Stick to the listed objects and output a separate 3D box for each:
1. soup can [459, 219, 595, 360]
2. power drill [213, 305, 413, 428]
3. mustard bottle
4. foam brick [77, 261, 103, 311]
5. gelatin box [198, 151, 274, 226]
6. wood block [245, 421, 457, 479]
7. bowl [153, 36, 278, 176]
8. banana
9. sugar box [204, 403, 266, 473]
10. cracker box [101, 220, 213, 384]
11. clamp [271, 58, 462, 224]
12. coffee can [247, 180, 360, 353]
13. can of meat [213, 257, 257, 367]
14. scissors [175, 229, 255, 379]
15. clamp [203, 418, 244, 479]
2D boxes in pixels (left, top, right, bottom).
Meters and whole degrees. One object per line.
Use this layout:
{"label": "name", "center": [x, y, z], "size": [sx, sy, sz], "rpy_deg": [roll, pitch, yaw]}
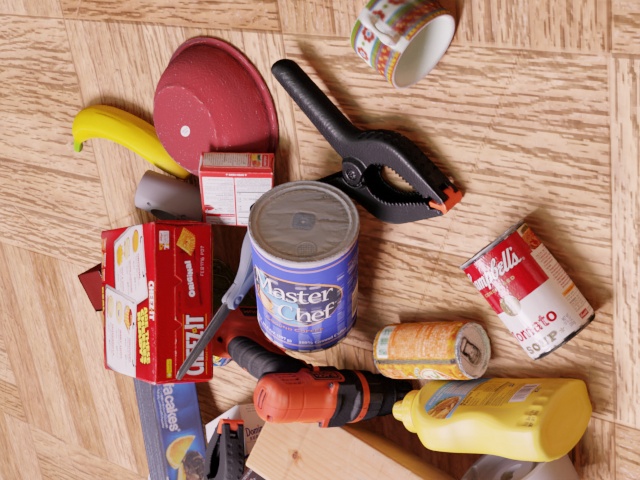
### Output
{"label": "soup can", "center": [0.176, 0.042, 0.906], "size": [0.102, 0.068, 0.069], "rpy_deg": [53, 138, 4]}
{"label": "power drill", "center": [-0.019, 0.127, 1.093], "size": [0.188, 0.184, 0.057], "rpy_deg": [30, 109, 50]}
{"label": "mustard bottle", "center": [0.144, 0.160, 0.982], "size": [0.192, 0.096, 0.058], "rpy_deg": [-5, 110, 44]}
{"label": "foam brick", "center": [-0.242, 0.045, 1.290], "size": [0.051, 0.078, 0.053], "rpy_deg": [-13, 106, 46]}
{"label": "gelatin box", "center": [-0.083, -0.051, 1.080], "size": [0.073, 0.030, 0.089], "rpy_deg": [2, 143, -1]}
{"label": "wood block", "center": [0.038, 0.238, 1.067], "size": [0.206, 0.090, 0.091], "rpy_deg": [26, 91, 37]}
{"label": "bowl", "center": [-0.121, -0.123, 1.096], "size": [0.162, 0.055, 0.162], "rpy_deg": [23, 128, 33]}
{"label": "banana", "center": [-0.223, -0.118, 1.211], "size": [0.198, 0.037, 0.069], "rpy_deg": [18, 146, 38]}
{"label": "sugar box", "center": [-0.085, 0.289, 1.258], "size": [0.094, 0.048, 0.176], "rpy_deg": [-38, 56, 48]}
{"label": "cracker box", "center": [-0.180, 0.066, 1.159], "size": [0.214, 0.072, 0.164], "rpy_deg": [175, 94, -64]}
{"label": "clamp", "center": [0.034, -0.078, 0.987], "size": [0.210, 0.036, 0.164], "rpy_deg": [19, 133, 35]}
{"label": "coffee can", "center": [-0.014, 0.027, 1.023], "size": [0.103, 0.102, 0.140], "rpy_deg": [32, 148, 25]}
{"label": "can of meat", "center": [-0.120, 0.084, 1.215], "size": [0.102, 0.057, 0.084], "rpy_deg": [49, 140, 11]}
{"label": "scissors", "center": [-0.085, 0.041, 1.051], "size": [0.016, 0.201, 0.096], "rpy_deg": [30, 154, 24]}
{"label": "clamp", "center": [-0.121, 0.288, 1.235], "size": [0.120, 0.039, 0.171], "rpy_deg": [1, 81, 59]}
